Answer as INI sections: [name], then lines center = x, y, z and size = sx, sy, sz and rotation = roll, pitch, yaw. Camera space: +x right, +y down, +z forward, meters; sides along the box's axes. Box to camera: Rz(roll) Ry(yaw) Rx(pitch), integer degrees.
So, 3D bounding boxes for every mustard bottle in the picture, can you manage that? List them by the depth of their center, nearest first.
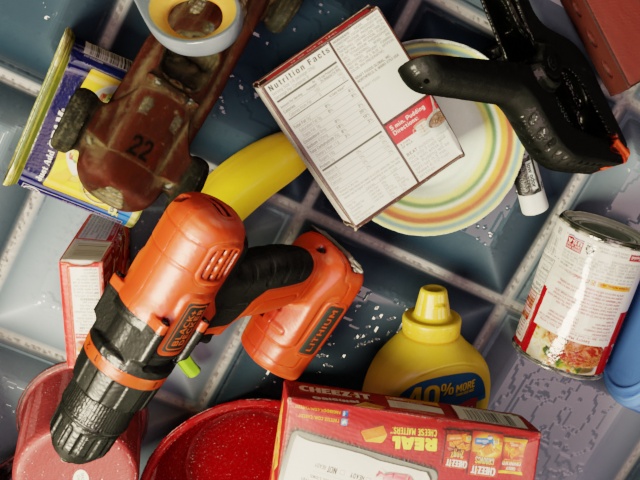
[mustard bottle]
center = 0.075, 0.123, 0.765
size = 0.096, 0.058, 0.192
rotation = -7, 111, -22

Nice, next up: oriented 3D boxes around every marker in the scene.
[marker]
center = 0.131, -0.074, 0.723
size = 0.020, 0.020, 0.121
rotation = -20, 112, -1

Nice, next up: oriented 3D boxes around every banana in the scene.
[banana]
center = -0.071, -0.001, 0.713
size = 0.069, 0.037, 0.198
rotation = 20, 108, -35

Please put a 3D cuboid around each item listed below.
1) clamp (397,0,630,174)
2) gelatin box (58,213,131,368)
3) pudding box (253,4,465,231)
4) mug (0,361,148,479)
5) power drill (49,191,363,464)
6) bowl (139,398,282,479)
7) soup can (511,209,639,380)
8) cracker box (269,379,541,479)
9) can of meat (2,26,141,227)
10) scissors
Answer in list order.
[clamp]
center = 0.125, -0.101, 0.664
size = 0.036, 0.164, 0.209
rotation = -17, 129, 42
[gelatin box]
center = -0.141, 0.031, 0.682
size = 0.030, 0.089, 0.073
rotation = 2, 111, 1
[pudding box]
center = 0.025, -0.077, 0.671
size = 0.090, 0.039, 0.113
rotation = -34, 102, -1
[mug]
center = -0.174, 0.145, 0.724
size = 0.117, 0.081, 0.093
rotation = -25, 112, 1
[power drill]
center = -0.065, 0.056, 0.661
size = 0.057, 0.187, 0.185
rotation = 44, 111, 24
[bowl]
center = -0.051, 0.174, 0.767
size = 0.162, 0.055, 0.162
rotation = -3, 110, -8
[soup can]
center = 0.183, 0.037, 0.747
size = 0.068, 0.068, 0.102
rotation = 13, 107, -13
[cracker box]
center = 0.041, 0.209, 0.696
size = 0.164, 0.072, 0.214
rotation = 8, 93, -4
[can of meat]
center = -0.138, -0.068, 0.665
size = 0.083, 0.057, 0.102
rotation = 22, 105, -17
[scissors]
center = -0.117, -0.138, 0.596
size = 0.202, 0.096, 0.016
rotation = -4, 152, 15
